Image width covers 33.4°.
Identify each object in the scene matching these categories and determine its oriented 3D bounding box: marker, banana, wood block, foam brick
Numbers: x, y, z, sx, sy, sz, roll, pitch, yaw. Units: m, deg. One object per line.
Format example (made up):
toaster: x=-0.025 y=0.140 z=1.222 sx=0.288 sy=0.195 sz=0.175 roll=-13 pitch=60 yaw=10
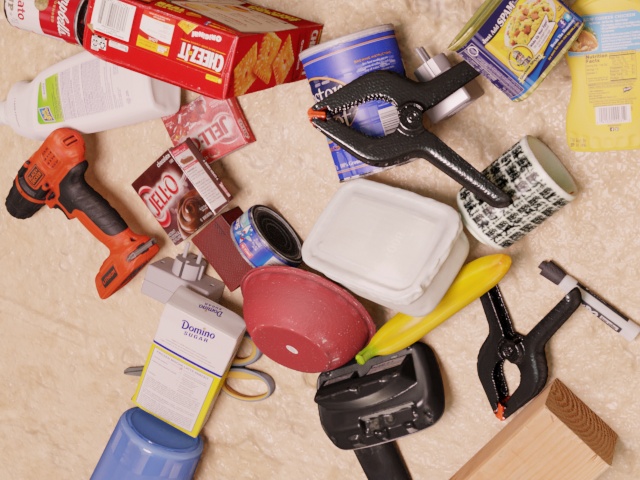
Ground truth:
marker: x=0.276 y=0.061 z=1.104 sx=0.121 sy=0.020 sz=0.020 roll=38 pitch=112 yaw=10
banana: x=0.124 y=0.071 z=1.121 sx=0.198 sy=0.069 sz=0.037 roll=-39 pitch=97 yaw=20
wood block: x=0.207 y=0.257 z=1.136 sx=0.091 sy=0.090 sz=0.206 roll=44 pitch=113 yaw=6
foam brick: x=-0.098 y=0.009 z=1.223 sx=0.053 sy=0.051 sz=0.078 roll=-38 pitch=86 yaw=23

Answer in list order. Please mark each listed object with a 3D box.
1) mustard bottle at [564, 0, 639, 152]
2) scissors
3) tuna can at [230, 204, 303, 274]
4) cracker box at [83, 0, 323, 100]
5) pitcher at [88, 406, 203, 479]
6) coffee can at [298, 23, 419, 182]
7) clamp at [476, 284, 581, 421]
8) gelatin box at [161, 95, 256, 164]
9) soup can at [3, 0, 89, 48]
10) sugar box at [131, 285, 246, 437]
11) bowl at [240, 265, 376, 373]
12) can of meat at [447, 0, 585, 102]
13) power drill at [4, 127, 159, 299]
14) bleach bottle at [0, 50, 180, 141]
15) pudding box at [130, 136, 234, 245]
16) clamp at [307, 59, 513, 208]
mustard bottle: x=0.282 y=-0.184 z=1.028 sx=0.096 sy=0.058 sz=0.191 roll=-2 pitch=101 yaw=24
scissors: x=-0.148 y=0.142 z=1.289 sx=0.202 sy=0.016 sz=0.096 roll=13 pitch=109 yaw=18
tuna can: x=-0.058 y=0.001 z=1.187 sx=0.034 sy=0.086 sz=0.086 roll=-41 pitch=85 yaw=22
cracker box: x=-0.115 y=-0.207 z=1.094 sx=0.164 sy=0.213 sz=0.072 roll=21 pitch=110 yaw=16
pitcher: x=-0.226 y=0.334 z=1.304 sx=0.149 sy=0.145 sz=0.243 roll=19 pitch=108 yaw=-18
coffee can: x=0.047 y=-0.141 z=1.105 sx=0.103 sy=0.102 sz=0.140 roll=-15 pitch=96 yaw=23
clamp: x=0.199 y=0.104 z=1.133 sx=0.120 sy=0.039 sz=0.171 roll=29 pitch=114 yaw=34
gelatin box: x=-0.128 y=-0.127 z=1.217 sx=0.089 sy=0.030 sz=0.073 roll=-24 pitch=92 yaw=24
soup can: x=-0.305 y=-0.267 z=1.236 sx=0.102 sy=0.068 sz=0.068 roll=18 pitch=107 yaw=18
sugar box: x=-0.154 y=0.142 z=1.244 sx=0.093 sy=0.048 sz=0.176 roll=28 pitch=125 yaw=4
bowl: x=-0.023 y=0.097 z=1.162 sx=0.162 sy=0.055 sz=0.162 roll=18 pitch=148 yaw=12
can of meat: x=0.184 y=-0.191 z=0.991 sx=0.084 sy=0.057 sz=0.102 roll=40 pitch=85 yaw=-6
power drill: x=-0.290 y=-0.023 z=1.272 sx=0.187 sy=0.057 sz=0.185 roll=50 pitch=139 yaw=-2
bleach bottle: x=-0.282 y=-0.175 z=1.244 sx=0.251 sy=0.068 sz=0.102 roll=-6 pitch=88 yaw=30
pudding box: x=-0.158 y=-0.054 z=1.212 sx=0.090 sy=0.039 sz=0.114 roll=53 pitch=141 yaw=-3
clamp: x=0.094 y=-0.127 z=1.035 sx=0.210 sy=0.036 sz=0.164 roll=9 pitch=87 yaw=3
